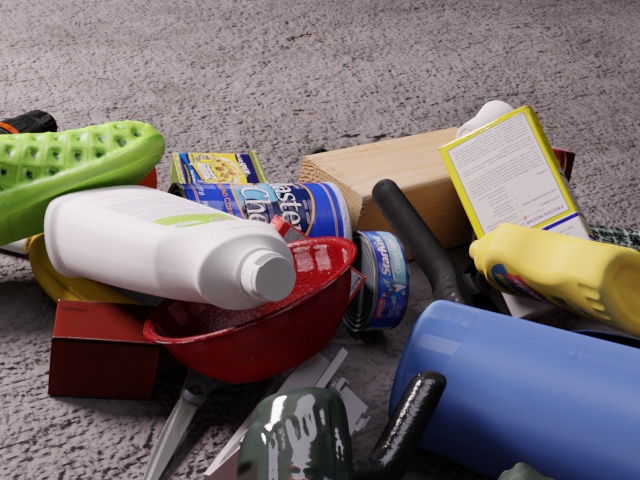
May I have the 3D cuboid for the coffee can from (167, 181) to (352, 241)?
[{"bbox_3d":[-0.056,0.001,0.912,0.140,0.103,0.103,-1,31,-20],"label":"coffee can"}]

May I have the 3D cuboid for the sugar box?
[{"bbox_3d":[0.185,-0.024,0.964,0.048,0.093,0.176,9,57,-66],"label":"sugar box"}]

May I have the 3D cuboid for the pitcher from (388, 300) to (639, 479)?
[{"bbox_3d":[0.181,0.121,0.756,0.243,0.145,0.149,17,-8,18],"label":"pitcher"}]

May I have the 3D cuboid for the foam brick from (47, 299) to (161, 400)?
[{"bbox_3d":[-0.159,0.080,0.788,0.078,0.051,0.053,5,28,-11],"label":"foam brick"}]

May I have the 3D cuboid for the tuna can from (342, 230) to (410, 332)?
[{"bbox_3d":[0.043,0.034,0.904,0.033,0.086,0.086,1,30,-21],"label":"tuna can"}]

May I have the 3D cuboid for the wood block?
[{"bbox_3d":[0.081,-0.041,1.048,0.205,0.091,0.090,-14,38,-38],"label":"wood block"}]

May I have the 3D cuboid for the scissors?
[{"bbox_3d":[-0.075,0.114,0.789,0.096,0.016,0.201,19,38,-15],"label":"scissors"}]

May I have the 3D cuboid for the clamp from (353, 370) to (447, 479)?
[{"bbox_3d":[0.037,0.156,0.670,0.171,0.120,0.039,-14,-7,-36],"label":"clamp"}]

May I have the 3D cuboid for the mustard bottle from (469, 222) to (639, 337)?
[{"bbox_3d":[0.188,0.024,0.869,0.096,0.058,0.192,31,-7,-32],"label":"mustard bottle"}]

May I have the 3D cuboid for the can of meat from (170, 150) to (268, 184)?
[{"bbox_3d":[-0.099,-0.047,1.034,0.083,0.057,0.102,0,30,-15],"label":"can of meat"}]

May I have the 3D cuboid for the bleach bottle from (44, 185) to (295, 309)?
[{"bbox_3d":[-0.103,0.008,0.748,0.102,0.068,0.251,-13,15,-32],"label":"bleach bottle"}]

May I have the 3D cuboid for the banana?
[{"bbox_3d":[-0.187,0.041,0.871,0.198,0.037,0.069,30,13,29],"label":"banana"}]

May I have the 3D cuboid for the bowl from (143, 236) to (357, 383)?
[{"bbox_3d":[-0.041,0.055,0.760,0.162,0.055,0.162,-20,16,6],"label":"bowl"}]

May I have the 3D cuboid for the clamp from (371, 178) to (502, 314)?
[{"bbox_3d":[0.115,0.041,0.909,0.164,0.036,0.210,37,22,-30],"label":"clamp"}]
